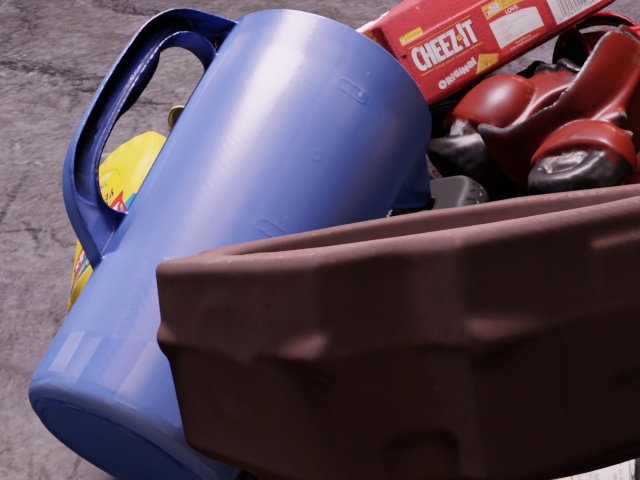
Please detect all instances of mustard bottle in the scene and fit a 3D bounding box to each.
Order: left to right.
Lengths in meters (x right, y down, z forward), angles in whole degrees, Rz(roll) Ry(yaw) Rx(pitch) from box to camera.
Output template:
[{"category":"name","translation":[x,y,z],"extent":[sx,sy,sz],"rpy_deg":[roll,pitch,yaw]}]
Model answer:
[{"category":"mustard bottle","translation":[-0.123,0.009,0.680],"extent":[0.096,0.058,0.191],"rpy_deg":[-47,25,18]}]

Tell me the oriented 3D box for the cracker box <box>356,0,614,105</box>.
[{"category":"cracker box","translation":[0.092,-0.155,0.794],"extent":[0.164,0.072,0.214],"rpy_deg":[-30,9,-11]}]

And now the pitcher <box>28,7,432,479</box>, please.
[{"category":"pitcher","translation":[-0.054,0.001,0.554],"extent":[0.149,0.145,0.242],"rpy_deg":[13,58,25]}]
